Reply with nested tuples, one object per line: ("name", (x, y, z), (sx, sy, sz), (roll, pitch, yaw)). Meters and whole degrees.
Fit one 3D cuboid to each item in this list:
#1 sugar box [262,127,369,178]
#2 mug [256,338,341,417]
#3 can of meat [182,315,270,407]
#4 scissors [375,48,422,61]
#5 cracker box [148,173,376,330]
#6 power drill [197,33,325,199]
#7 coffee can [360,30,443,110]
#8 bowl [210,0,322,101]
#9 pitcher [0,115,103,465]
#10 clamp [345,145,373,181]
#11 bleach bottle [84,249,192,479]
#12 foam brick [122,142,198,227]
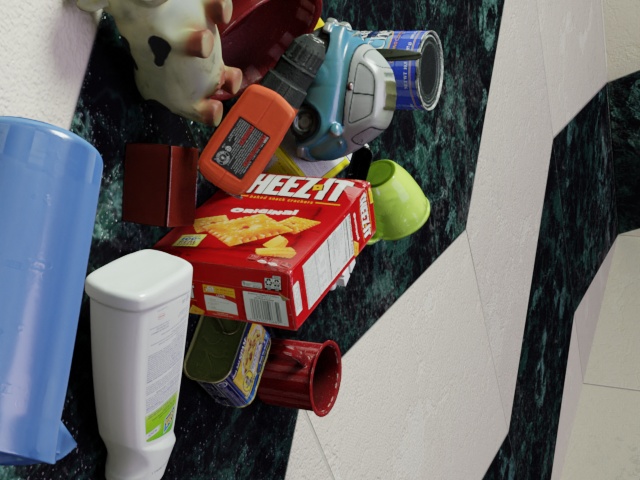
("sugar box", (-0.015, -0.110, 1.278), (0.093, 0.048, 0.176), (51, 31, -1))
("mug", (-0.032, 0.158, 1.293), (0.117, 0.082, 0.093), (58, 43, -54))
("can of meat", (-0.099, 0.123, 1.171), (0.084, 0.057, 0.102), (60, 42, -55))
("scissors", (0.044, -0.209, 1.299), (0.016, 0.202, 0.096), (15, 104, -38))
("cracker box", (-0.057, 0.001, 1.109), (0.213, 0.164, 0.072), (-49, 139, -52))
("power drill", (-0.056, -0.123, 1.070), (0.184, 0.057, 0.187), (-57, -176, 12))
("coffee can", (0.078, -0.223, 1.395), (0.102, 0.140, 0.103), (5, 90, -66))
("bowl", (-0.077, -0.218, 1.098), (0.162, 0.055, 0.162), (-36, 166, -11))
("pitcher", (-0.242, 0.035, 0.769), (0.149, 0.145, 0.243), (63, 33, -70))
("clamp", (0.025, -0.012, 1.309), (0.210, 0.036, 0.164), (98, 11, -70))
("bleach bottle", (-0.170, 0.140, 0.981), (0.102, 0.068, 0.251), (-32, 135, -56))
("foam brick", (-0.153, -0.053, 1.023), (0.052, 0.051, 0.078), (-4, 98, -66))
